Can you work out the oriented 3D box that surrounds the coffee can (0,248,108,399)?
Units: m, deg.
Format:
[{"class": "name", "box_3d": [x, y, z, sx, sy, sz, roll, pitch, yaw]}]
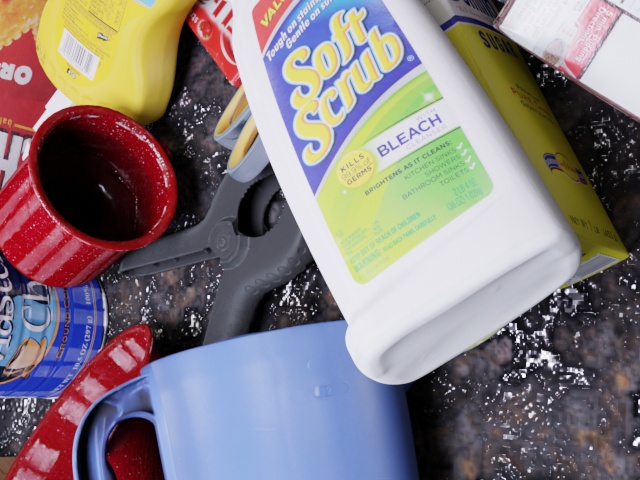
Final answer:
[{"class": "coffee can", "box_3d": [-0.219, 0.048, 0.669, 0.103, 0.140, 0.103, -5, 80, 33]}]

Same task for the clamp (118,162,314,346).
[{"class": "clamp", "box_3d": [-0.054, 0.001, 0.630, 0.120, 0.039, 0.172, 44, 107, 27]}]

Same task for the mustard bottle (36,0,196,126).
[{"class": "mustard bottle", "box_3d": [-0.113, -0.165, 0.634, 0.096, 0.058, 0.192, 42, 133, 18]}]

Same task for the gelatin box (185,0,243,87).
[{"class": "gelatin box", "box_3d": [-0.044, -0.146, 0.649, 0.073, 0.030, 0.089, -45, 61, 21]}]

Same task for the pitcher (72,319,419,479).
[{"class": "pitcher", "box_3d": [-0.015, 0.165, 0.521, 0.149, 0.144, 0.243, -17, 77, 27]}]

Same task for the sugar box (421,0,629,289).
[{"class": "sugar box", "box_3d": [0.080, -0.064, 0.517, 0.048, 0.093, 0.176, -30, 68, 25]}]

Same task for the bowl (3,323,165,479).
[{"class": "bowl", "box_3d": [-0.128, 0.129, 0.621, 0.162, 0.055, 0.162, -45, 18, 19]}]

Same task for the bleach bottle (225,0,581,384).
[{"class": "bleach bottle", "box_3d": [0.006, -0.069, 0.469, 0.102, 0.068, 0.251, -34, 63, 9]}]

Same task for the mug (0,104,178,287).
[{"class": "mug", "box_3d": [-0.139, -0.027, 0.649, 0.093, 0.117, 0.082, 53, 137, -3]}]

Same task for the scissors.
[{"class": "scissors", "box_3d": [-0.001, -0.106, 0.564, 0.202, 0.016, 0.096, -45, 30, 37]}]
